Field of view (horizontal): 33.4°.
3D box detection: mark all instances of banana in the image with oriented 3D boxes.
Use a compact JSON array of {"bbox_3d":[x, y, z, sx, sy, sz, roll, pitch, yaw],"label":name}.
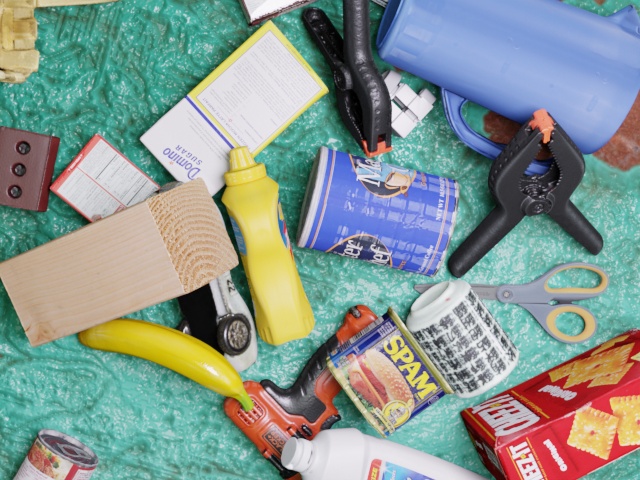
[{"bbox_3d":[-0.156,0.113,1.051,0.198,0.037,0.070,22,129,14],"label":"banana"}]

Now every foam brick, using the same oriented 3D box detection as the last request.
[{"bbox_3d":[-0.295,-0.070,1.060,0.053,0.051,0.078,11,93,-5],"label":"foam brick"}]

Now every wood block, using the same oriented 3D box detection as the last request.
[{"bbox_3d":[-0.192,0.022,1.004,0.206,0.090,0.091,-20,96,33],"label":"wood block"}]

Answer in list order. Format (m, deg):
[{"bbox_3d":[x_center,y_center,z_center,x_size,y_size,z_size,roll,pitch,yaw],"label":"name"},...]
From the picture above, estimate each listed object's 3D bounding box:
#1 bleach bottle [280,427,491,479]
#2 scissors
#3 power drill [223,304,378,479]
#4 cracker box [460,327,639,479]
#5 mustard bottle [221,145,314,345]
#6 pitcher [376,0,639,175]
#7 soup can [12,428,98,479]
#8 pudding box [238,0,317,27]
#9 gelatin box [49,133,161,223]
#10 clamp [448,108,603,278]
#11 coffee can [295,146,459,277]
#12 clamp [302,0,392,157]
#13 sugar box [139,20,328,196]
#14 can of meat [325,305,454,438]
[{"bbox_3d":[0.070,0.254,1.063,0.250,0.068,0.102,24,93,-24],"label":"bleach bottle"},{"bbox_3d":[0.206,0.073,1.124,0.202,0.016,0.096,-11,100,2],"label":"scissors"},{"bbox_3d":[0.022,0.173,1.097,0.187,0.057,0.184,-43,99,-1],"label":"power drill"},{"bbox_3d":[0.259,0.167,1.060,0.213,0.164,0.072,-25,94,-2],"label":"cracker box"},{"bbox_3d":[-0.056,0.001,1.051,0.058,0.096,0.191,-15,100,-2],"label":"mustard bottle"},{"bbox_3d":[0.178,-0.176,1.042,0.242,0.145,0.149,20,62,-8],"label":"pitcher"},{"bbox_3d":[-0.277,0.251,1.075,0.068,0.068,0.102,30,92,-6],"label":"soup can"},{"bbox_3d":[-0.051,-0.283,1.070,0.090,0.039,0.113,-22,93,-2],"label":"pudding box"},{"bbox_3d":[-0.215,-0.052,1.078,0.089,0.030,0.073,40,89,-6],"label":"gelatin box"},{"bbox_3d":[0.200,-0.039,1.052,0.164,0.036,0.210,-14,139,1],"label":"clamp"},{"bbox_3d":[0.055,-0.028,1.062,0.140,0.103,0.103,14,93,-5],"label":"coffee can"},{"bbox_3d":[0.028,-0.167,1.050,0.039,0.120,0.171,-14,100,-18],"label":"clamp"},{"bbox_3d":[-0.086,-0.128,1.075,0.176,0.048,0.093,-41,98,3],"label":"sugar box"},{"bbox_3d":[0.066,0.130,1.040,0.084,0.057,0.102,-36,99,1],"label":"can of meat"}]
